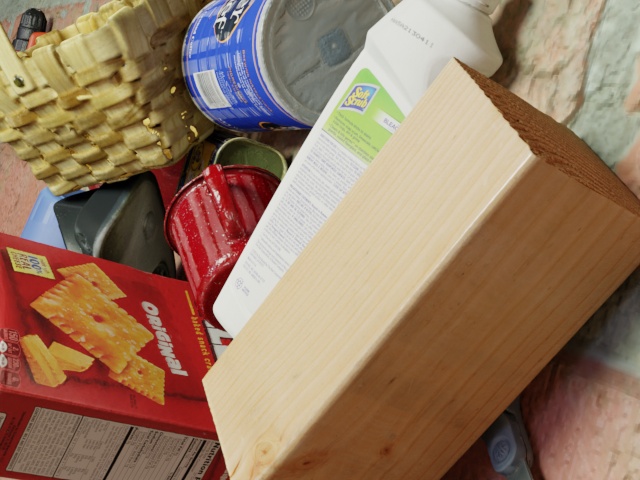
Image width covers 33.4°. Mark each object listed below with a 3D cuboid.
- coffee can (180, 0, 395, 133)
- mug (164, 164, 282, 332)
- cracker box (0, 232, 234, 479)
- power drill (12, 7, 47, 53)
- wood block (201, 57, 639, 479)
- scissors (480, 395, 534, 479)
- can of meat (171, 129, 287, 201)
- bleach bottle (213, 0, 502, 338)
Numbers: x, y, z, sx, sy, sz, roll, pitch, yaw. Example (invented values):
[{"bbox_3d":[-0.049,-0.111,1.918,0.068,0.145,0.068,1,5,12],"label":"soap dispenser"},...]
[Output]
[{"bbox_3d":[-0.022,-0.124,0.719,0.140,0.102,0.103,9,85,63],"label":"coffee can"},{"bbox_3d":[-0.055,0.001,0.719,0.117,0.093,0.081,78,170,-45],"label":"mug"},{"bbox_3d":[-0.127,0.083,0.692,0.072,0.213,0.164,-60,31,23],"label":"cracker box"},{"bbox_3d":[-0.427,-0.263,1.585,0.188,0.057,0.184,11,90,65],"label":"power drill"},{"bbox_3d":[0.044,0.034,0.497,0.206,0.090,0.091,-52,35,20],"label":"wood block"},{"bbox_3d":[0.078,0.102,0.514,0.096,0.016,0.202,-40,42,45],"label":"scissors"},{"bbox_3d":[-0.076,-0.033,0.824,0.084,0.057,0.102,31,103,64],"label":"can of meat"},{"bbox_3d":[0.035,-0.037,0.607,0.103,0.067,0.251,40,109,31],"label":"bleach bottle"}]
